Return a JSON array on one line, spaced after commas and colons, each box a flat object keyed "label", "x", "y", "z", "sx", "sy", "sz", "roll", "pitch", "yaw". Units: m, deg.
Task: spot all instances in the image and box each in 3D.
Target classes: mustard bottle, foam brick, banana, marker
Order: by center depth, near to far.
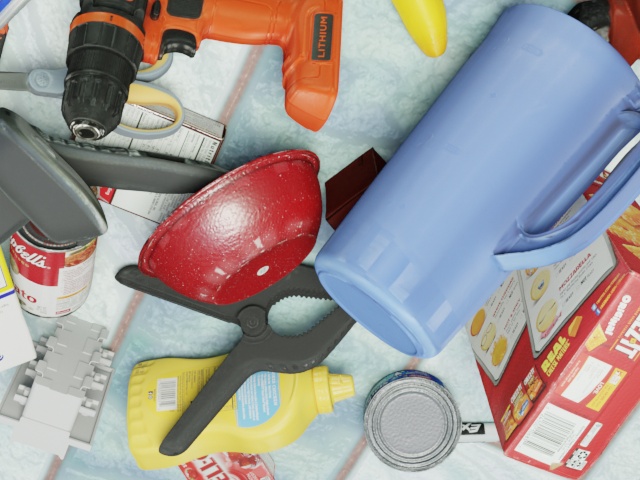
[{"label": "banana", "x": 0.028, "y": -0.213, "z": 0.780, "sx": 0.197, "sy": 0.037, "sz": 0.070, "roll": 33, "pitch": 129, "yaw": -13}, {"label": "foam brick", "x": 0.039, "y": -0.029, "z": 0.843, "sx": 0.053, "sy": 0.078, "sz": 0.051, "roll": -36, "pitch": 109, "yaw": 16}, {"label": "mustard bottle", "x": -0.066, "y": 0.137, "z": 0.913, "sx": 0.191, "sy": 0.096, "sz": 0.058, "roll": -9, "pitch": 136, "yaw": 3}, {"label": "marker", "x": 0.131, "y": 0.176, "z": 0.973, "sx": 0.121, "sy": 0.020, "sz": 0.020, "roll": -1, "pitch": 116, "yaw": 1}]

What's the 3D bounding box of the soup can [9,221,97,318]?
[{"label": "soup can", "x": -0.212, "y": 0.008, "z": 0.846, "sx": 0.068, "sy": 0.068, "sz": 0.102, "roll": 15, "pitch": 142, "yaw": -7}]

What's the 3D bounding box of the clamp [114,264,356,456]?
[{"label": "clamp", "x": -0.057, "y": 0.083, "z": 0.882, "sx": 0.210, "sy": 0.036, "sz": 0.164, "roll": -10, "pitch": 72, "yaw": -2}]

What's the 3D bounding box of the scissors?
[{"label": "scissors", "x": -0.194, "y": -0.132, "z": 0.787, "sx": 0.201, "sy": 0.016, "sz": 0.096, "roll": 17, "pitch": 71, "yaw": -16}]

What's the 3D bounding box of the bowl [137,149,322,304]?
[{"label": "bowl", "x": -0.055, "y": 0.001, "z": 0.811, "sx": 0.162, "sy": 0.162, "sz": 0.055, "roll": -38, "pitch": 74, "yaw": 16}]

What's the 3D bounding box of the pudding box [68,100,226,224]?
[{"label": "pudding box", "x": -0.142, "y": -0.068, "z": 0.846, "sx": 0.113, "sy": 0.039, "sz": 0.090, "roll": 21, "pitch": 112, "yaw": -12}]

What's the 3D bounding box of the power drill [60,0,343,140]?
[{"label": "power drill", "x": -0.081, "y": -0.135, "z": 0.750, "sx": 0.187, "sy": 0.184, "sz": 0.057, "roll": 12, "pitch": 151, "yaw": -13}]

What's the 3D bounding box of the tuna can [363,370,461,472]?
[{"label": "tuna can", "x": 0.080, "y": 0.159, "z": 0.944, "sx": 0.086, "sy": 0.034, "sz": 0.086, "roll": 0, "pitch": 97, "yaw": 1}]

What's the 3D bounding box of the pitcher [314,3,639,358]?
[{"label": "pitcher", "x": 0.116, "y": -0.035, "z": 0.744, "sx": 0.145, "sy": 0.149, "sz": 0.242, "roll": 41, "pitch": 78, "yaw": -2}]

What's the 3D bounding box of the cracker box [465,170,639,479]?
[{"label": "cracker box", "x": 0.187, "y": 0.048, "z": 0.804, "sx": 0.072, "sy": 0.213, "sz": 0.164, "roll": 23, "pitch": 114, "yaw": -13}]

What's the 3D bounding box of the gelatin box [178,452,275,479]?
[{"label": "gelatin box", "x": -0.092, "y": 0.195, "z": 0.977, "sx": 0.073, "sy": 0.030, "sz": 0.089, "roll": -22, "pitch": 113, "yaw": 11}]
